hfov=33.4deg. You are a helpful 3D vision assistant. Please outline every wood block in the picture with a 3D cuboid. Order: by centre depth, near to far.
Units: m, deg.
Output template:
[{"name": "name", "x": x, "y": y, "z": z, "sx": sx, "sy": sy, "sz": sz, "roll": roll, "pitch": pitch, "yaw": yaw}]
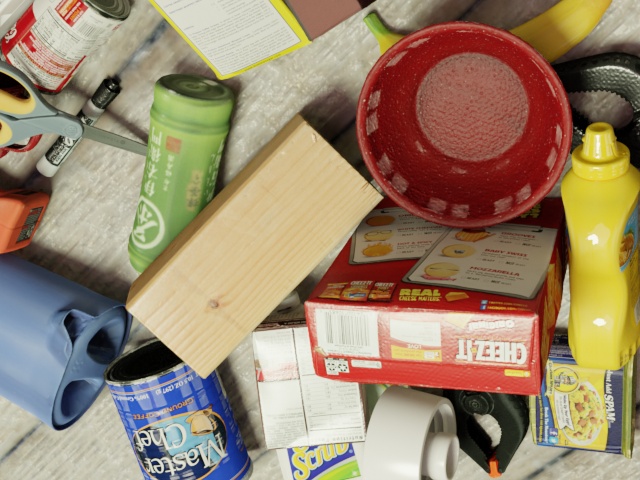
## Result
[{"name": "wood block", "x": -0.056, "y": 0.001, "z": 0.882, "sx": 0.090, "sy": 0.090, "sz": 0.206, "roll": 44, "pitch": 95, "yaw": -12}]

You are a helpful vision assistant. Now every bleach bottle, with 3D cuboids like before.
[{"name": "bleach bottle", "x": -0.006, "y": 0.161, "z": 0.965, "sx": 0.103, "sy": 0.068, "sz": 0.251, "roll": -15, "pitch": 102, "yaw": 18}]

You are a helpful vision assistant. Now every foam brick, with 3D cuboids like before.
[{"name": "foam brick", "x": 0.010, "y": -0.196, "z": 0.833, "sx": 0.053, "sy": 0.078, "sz": 0.051, "roll": -28, "pitch": 101, "yaw": 28}]

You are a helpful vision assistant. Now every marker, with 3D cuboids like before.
[{"name": "marker", "x": -0.221, "y": -0.104, "z": 0.978, "sx": 0.020, "sy": 0.020, "sz": 0.121, "roll": 44, "pitch": 117, "yaw": -3}]

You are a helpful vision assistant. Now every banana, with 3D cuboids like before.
[{"name": "banana", "x": 0.129, "y": -0.154, "z": 0.832, "sx": 0.198, "sy": 0.037, "sz": 0.069, "roll": -4, "pitch": 112, "yaw": 20}]

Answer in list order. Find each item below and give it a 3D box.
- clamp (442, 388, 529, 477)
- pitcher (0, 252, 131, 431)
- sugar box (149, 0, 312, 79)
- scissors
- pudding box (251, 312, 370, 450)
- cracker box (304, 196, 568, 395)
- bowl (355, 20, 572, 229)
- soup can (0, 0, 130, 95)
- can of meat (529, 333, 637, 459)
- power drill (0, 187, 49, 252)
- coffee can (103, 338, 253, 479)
[{"name": "clamp", "x": 0.147, "y": 0.129, "z": 0.938, "sx": 0.120, "sy": 0.039, "sz": 0.171, "roll": -13, "pitch": 112, "yaw": 35}, {"name": "pitcher", "x": -0.315, "y": 0.077, "z": 1.031, "sx": 0.243, "sy": 0.144, "sz": 0.149, "roll": 26, "pitch": 104, "yaw": 11}, {"name": "sugar box", "x": -0.088, "y": -0.207, "z": 0.830, "sx": 0.093, "sy": 0.048, "sz": 0.176, "roll": -19, "pitch": 137, "yaw": 23}, {"name": "scissors", "x": -0.236, "y": -0.091, "z": 0.937, "sx": 0.201, "sy": 0.016, "sz": 0.096, "roll": 32, "pitch": 120, "yaw": -32}, {"name": "pudding box", "x": -0.008, "y": 0.117, "z": 0.902, "sx": 0.090, "sy": 0.039, "sz": 0.113, "roll": -6, "pitch": 103, "yaw": 6}, {"name": "cracker box", "x": 0.099, "y": 0.034, "z": 0.819, "sx": 0.164, "sy": 0.213, "sz": 0.072, "roll": 2, "pitch": 113, "yaw": 18}, {"name": "bowl", "x": 0.111, "y": -0.093, "z": 0.812, "sx": 0.162, "sy": 0.055, "sz": 0.162, "roll": 7, "pitch": 117, "yaw": 14}, {"name": "soup can", "x": -0.220, "y": -0.183, "z": 0.919, "sx": 0.102, "sy": 0.068, "sz": 0.068, "roll": -40, "pitch": 95, "yaw": 27}, {"name": "can of meat", "x": 0.223, "y": 0.130, "z": 0.905, "sx": 0.084, "sy": 0.057, "sz": 0.102, "roll": 2, "pitch": 111, "yaw": 20}, {"name": "power drill", "x": -0.351, "y": -0.053, "z": 0.962, "sx": 0.187, "sy": 0.184, "sz": 0.057, "roll": 27, "pitch": 97, "yaw": -1}, {"name": "coffee can", "x": -0.134, "y": 0.172, "z": 1.013, "sx": 0.103, "sy": 0.102, "sz": 0.140, "roll": -12, "pitch": 107, "yaw": 22}]
